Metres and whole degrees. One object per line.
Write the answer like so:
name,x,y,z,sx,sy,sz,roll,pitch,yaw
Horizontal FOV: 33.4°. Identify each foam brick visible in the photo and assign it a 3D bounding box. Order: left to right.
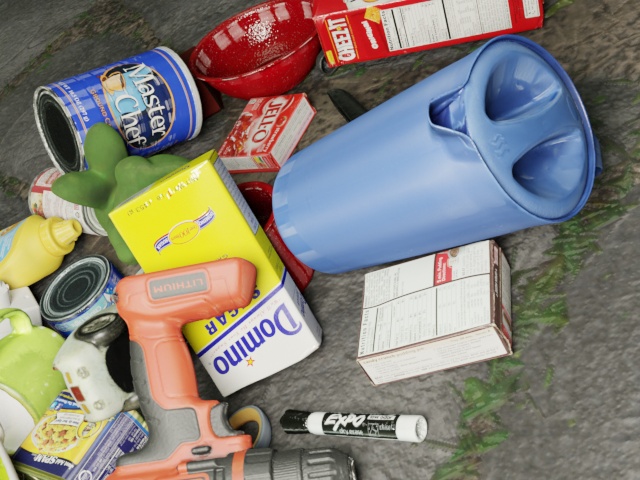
foam brick,-0.148,-0.174,1.212,0.053,0.051,0.078,-29,37,8

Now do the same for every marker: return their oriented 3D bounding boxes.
marker,0.021,0.134,0.777,0.121,0.020,0.020,-4,47,35

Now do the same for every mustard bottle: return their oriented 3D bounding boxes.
mustard bottle,-0.328,0.022,1.123,0.192,0.058,0.096,-25,29,23

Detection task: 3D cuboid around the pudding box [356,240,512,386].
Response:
pudding box,0.085,0.054,0.799,0.114,0.039,0.090,-18,40,25

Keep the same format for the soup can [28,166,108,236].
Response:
soup can,-0.256,-0.042,1.141,0.102,0.068,0.068,8,55,42

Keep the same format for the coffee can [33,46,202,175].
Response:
coffee can,-0.208,-0.131,1.098,0.140,0.103,0.103,-25,30,-29

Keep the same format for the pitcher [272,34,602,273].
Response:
pitcher,0.082,-0.049,0.814,0.243,0.149,0.144,-20,25,48

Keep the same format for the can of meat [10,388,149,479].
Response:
can of meat,-0.198,0.173,0.876,0.102,0.057,0.083,5,51,40

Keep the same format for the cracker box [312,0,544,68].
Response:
cracker box,0.105,-0.259,1.056,0.214,0.072,0.164,-9,44,13

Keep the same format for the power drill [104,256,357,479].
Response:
power drill,-0.073,0.110,0.764,0.184,0.057,0.187,-9,72,6

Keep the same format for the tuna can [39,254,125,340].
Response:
tuna can,-0.232,0.055,1.046,0.086,0.033,0.086,-21,39,18

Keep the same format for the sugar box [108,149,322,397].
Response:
sugar box,-0.080,0.028,0.840,0.093,0.176,0.048,-28,12,11

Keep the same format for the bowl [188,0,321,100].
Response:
bowl,-0.059,-0.200,1.159,0.162,0.055,0.162,-17,36,13

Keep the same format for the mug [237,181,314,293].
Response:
mug,-0.056,0.001,0.928,0.093,0.081,0.117,-17,41,23

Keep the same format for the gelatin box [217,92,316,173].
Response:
gelatin box,-0.055,-0.110,1.089,0.073,0.030,0.089,1,51,38
